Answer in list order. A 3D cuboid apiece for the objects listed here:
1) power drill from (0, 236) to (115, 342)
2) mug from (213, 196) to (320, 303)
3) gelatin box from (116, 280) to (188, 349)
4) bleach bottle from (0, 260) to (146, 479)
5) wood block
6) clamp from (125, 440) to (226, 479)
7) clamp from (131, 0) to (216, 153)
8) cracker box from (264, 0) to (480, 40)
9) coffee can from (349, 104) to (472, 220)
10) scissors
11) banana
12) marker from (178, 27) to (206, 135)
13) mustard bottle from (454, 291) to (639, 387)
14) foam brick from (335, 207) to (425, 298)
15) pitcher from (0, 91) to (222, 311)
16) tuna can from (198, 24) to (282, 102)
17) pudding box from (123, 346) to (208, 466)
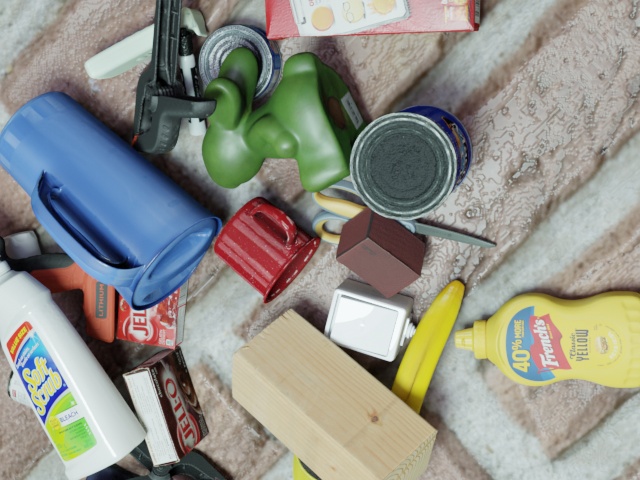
[{"bbox_3d":[-0.326,0.075,1.205,0.187,0.057,0.184,3,98,-11],"label":"power drill"},{"bbox_3d":[-0.057,0.001,1.138,0.081,0.093,0.117,40,151,9],"label":"mug"},{"bbox_3d":[-0.193,0.075,1.223,0.073,0.030,0.089,10,102,12],"label":"gelatin box"},{"bbox_3d":[-0.294,0.132,1.153,0.103,0.068,0.251,-29,95,35],"label":"bleach bottle"},{"bbox_3d":[0.010,0.179,1.113,0.206,0.090,0.090,38,147,25],"label":"wood block"},{"bbox_3d":[-0.190,0.262,1.233,0.171,0.120,0.039,10,143,-12],"label":"clamp"},{"bbox_3d":[-0.159,-0.146,1.107,0.210,0.036,0.164,-59,43,50],"label":"clamp"},{"bbox_3d":[0.053,-0.289,1.075,0.214,0.072,0.164,1,99,15],"label":"cracker box"},{"bbox_3d":[0.093,-0.081,1.065,0.103,0.140,0.103,3,100,14],"label":"coffee can"},{"bbox_3d":[0.077,-0.007,1.143,0.201,0.016,0.096,24,136,-9],"label":"scissors"},{"bbox_3d":[0.106,0.136,1.139,0.037,0.069,0.198,22,105,14],"label":"banana"},{"bbox_3d":[-0.140,-0.171,1.149,0.020,0.020,0.121,3,123,13],"label":"marker"},{"bbox_3d":[0.236,0.102,1.105,0.192,0.058,0.096,-1,100,15],"label":"mustard bottle"},{"bbox_3d":[0.064,0.011,1.115,0.078,0.051,0.053,37,131,-22],"label":"foam brick"},{"bbox_3d":[-0.238,-0.047,1.145,0.243,0.149,0.145,42,75,13],"label":"pitcher"},{"bbox_3d":[-0.087,-0.189,1.147,0.086,0.033,0.086,3,100,14],"label":"tuna can"},{"bbox_3d":[-0.173,0.187,1.207,0.039,0.090,0.113,-18,95,17],"label":"pudding box"}]
